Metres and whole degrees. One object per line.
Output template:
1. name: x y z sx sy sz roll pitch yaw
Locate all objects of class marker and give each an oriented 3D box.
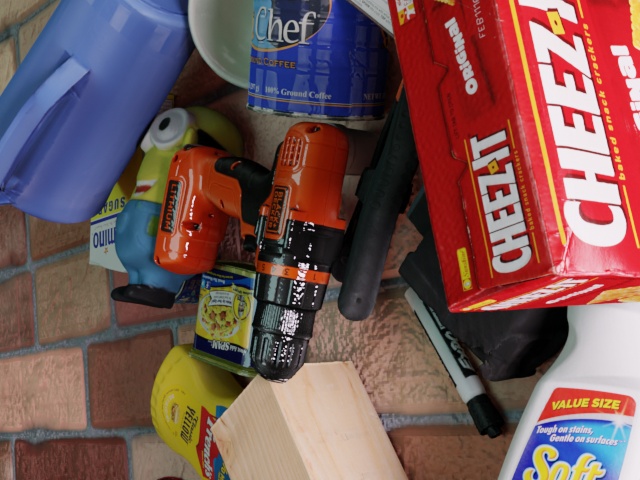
1. marker: 0.092 0.082 0.731 0.020 0.020 0.121 -51 52 36

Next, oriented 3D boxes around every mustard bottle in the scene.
1. mustard bottle: -0.075 0.171 0.901 0.192 0.058 0.096 36 117 45

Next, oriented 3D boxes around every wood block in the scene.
1. wood block: 0.010 0.199 0.774 0.091 0.090 0.206 -51 52 36

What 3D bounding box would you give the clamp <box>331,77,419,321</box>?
1. clamp: 0.043 -0.027 0.745 0.120 0.039 0.171 -103 28 -68

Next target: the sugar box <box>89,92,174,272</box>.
1. sugar box: -0.188 -0.058 1.053 0.094 0.048 0.176 7 93 50

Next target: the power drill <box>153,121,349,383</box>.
1. power drill: -0.055 0.001 0.802 0.188 0.057 0.184 11 88 52

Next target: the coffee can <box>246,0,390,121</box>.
1. coffee can: 0.001 -0.162 0.765 0.103 0.102 0.140 19 109 49

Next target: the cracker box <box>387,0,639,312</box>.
1. cracker box: 0.143 -0.053 0.520 0.072 0.213 0.164 -25 70 47

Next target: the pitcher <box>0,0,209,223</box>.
1. pitcher: -0.198 -0.133 0.913 0.243 0.144 0.149 -49 44 35

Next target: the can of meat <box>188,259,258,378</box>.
1. can of meat: -0.061 0.063 0.889 0.102 0.057 0.084 10 95 49
